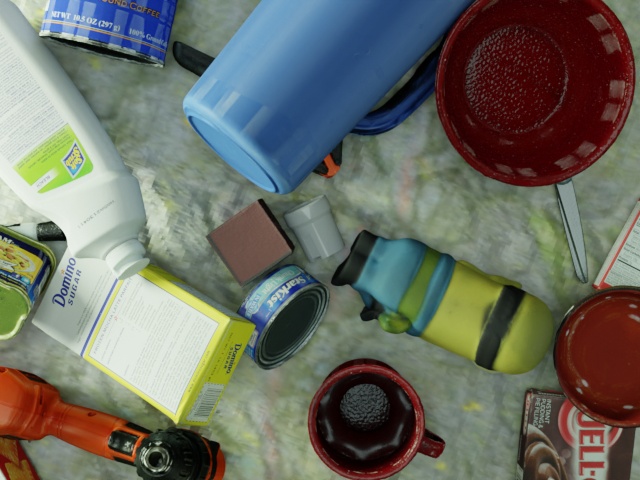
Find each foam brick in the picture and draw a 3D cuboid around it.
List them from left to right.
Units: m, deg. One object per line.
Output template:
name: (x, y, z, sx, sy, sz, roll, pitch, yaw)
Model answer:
foam brick: (-0.056, 0.001, 0.876, 0.051, 0.078, 0.053, -35, 94, 2)

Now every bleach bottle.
bleach bottle: (-0.223, -0.072, 0.854, 0.103, 0.068, 0.251, -38, 79, 10)

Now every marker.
marker: (-0.272, -0.005, 0.909, 0.121, 0.020, 0.020, -4, 92, 2)

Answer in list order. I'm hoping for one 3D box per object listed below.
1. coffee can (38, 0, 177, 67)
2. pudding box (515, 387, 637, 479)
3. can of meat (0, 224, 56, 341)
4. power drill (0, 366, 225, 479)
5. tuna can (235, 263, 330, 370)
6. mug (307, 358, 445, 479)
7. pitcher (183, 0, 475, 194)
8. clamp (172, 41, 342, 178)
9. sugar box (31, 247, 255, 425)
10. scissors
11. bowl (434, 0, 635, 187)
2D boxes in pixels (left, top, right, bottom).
coffee can: (-0.160, -0.220, 0.856, 0.103, 0.103, 0.140, 13, 93, 1)
pudding box: (0.212, 0.185, 0.897, 0.090, 0.039, 0.113, 6, 92, 1)
can of meat: (-0.275, 0.028, 0.866, 0.102, 0.084, 0.057, 26, 111, -12)
power drill: (-0.172, 0.155, 0.842, 0.188, 0.184, 0.057, 18, 76, 9)
tuna can: (-0.033, 0.062, 0.873, 0.034, 0.086, 0.086, 37, 93, 25)
mug: (0.048, 0.146, 0.878, 0.117, 0.081, 0.093, 21, 93, 0)
pitcher: (0.016, -0.150, 0.825, 0.149, 0.145, 0.242, 39, 81, 4)
clamp: (-0.027, -0.134, 0.890, 0.120, 0.039, 0.171, -41, 95, 4)
sugar box: (-0.145, 0.067, 0.861, 0.176, 0.048, 0.093, 29, 93, 32)
scissors: (0.183, -0.066, 0.899, 0.096, 0.016, 0.202, 3, 93, 3)
bowl: (0.164, -0.126, 0.850, 0.162, 0.055, 0.162, -2, 103, -7)
